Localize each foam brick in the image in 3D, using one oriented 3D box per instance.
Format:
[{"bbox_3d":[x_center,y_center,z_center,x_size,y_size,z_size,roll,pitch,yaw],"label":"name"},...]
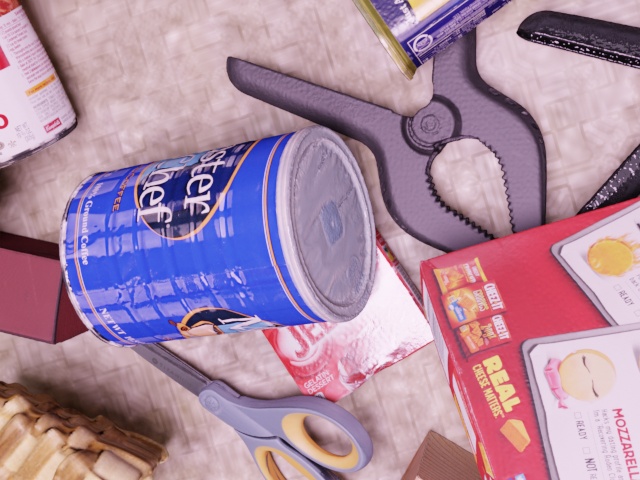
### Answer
[{"bbox_3d":[-0.183,0.027,0.649,0.078,0.053,0.051,12,98,11],"label":"foam brick"}]

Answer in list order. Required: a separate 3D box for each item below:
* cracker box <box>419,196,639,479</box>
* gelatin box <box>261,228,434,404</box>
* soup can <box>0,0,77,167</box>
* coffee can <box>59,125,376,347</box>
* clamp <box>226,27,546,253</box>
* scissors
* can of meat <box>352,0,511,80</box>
[{"bbox_3d":[0.172,0.062,0.510,0.213,0.072,0.164,-16,54,0],"label":"cracker box"},{"bbox_3d":[0.014,0.047,0.621,0.089,0.030,0.073,-34,88,13],"label":"gelatin box"},{"bbox_3d":[-0.193,-0.100,0.617,0.068,0.068,0.102,-18,112,13],"label":"soup can"},{"bbox_3d":[-0.054,0.001,0.579,0.140,0.102,0.103,-9,94,26],"label":"coffee can"},{"bbox_3d":[0.052,-0.063,0.599,0.165,0.036,0.210,-27,86,14],"label":"clamp"},{"bbox_3d":[-0.047,0.089,0.630,0.202,0.016,0.096,44,131,5],"label":"scissors"},{"bbox_3d":[0.050,-0.150,0.551,0.084,0.057,0.102,-35,81,10],"label":"can of meat"}]
